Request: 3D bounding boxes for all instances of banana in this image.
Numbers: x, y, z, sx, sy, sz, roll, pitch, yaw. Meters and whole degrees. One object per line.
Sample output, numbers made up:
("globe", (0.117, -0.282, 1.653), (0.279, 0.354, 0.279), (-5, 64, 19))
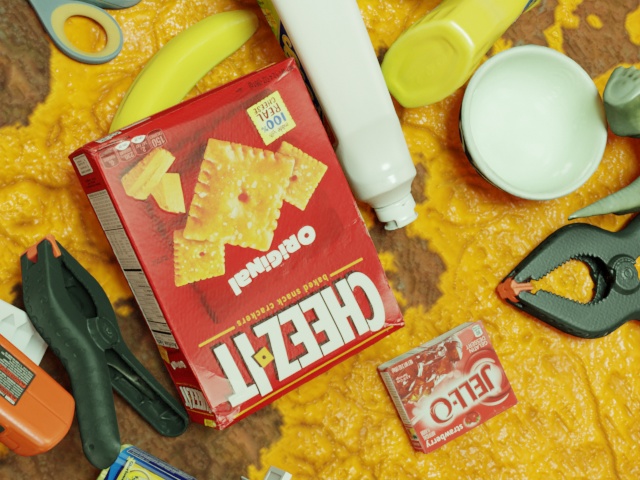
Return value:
("banana", (-0.113, -0.098, 0.795), (0.069, 0.037, 0.198), (29, 78, -28))

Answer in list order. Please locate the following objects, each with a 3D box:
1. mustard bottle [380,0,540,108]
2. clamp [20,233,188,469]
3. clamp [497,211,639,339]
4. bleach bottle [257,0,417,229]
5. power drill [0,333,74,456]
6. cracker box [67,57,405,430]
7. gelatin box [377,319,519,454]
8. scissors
("mustard bottle", (0.126, -0.180, 0.829), (0.058, 0.096, 0.191), (46, 53, -4))
("clamp", (-0.159, 0.077, 0.726), (0.039, 0.120, 0.171), (-35, 89, 10))
("clamp", (0.245, 0.019, 0.874), (0.209, 0.036, 0.164), (1, 78, -16))
("bleach bottle", (0.013, -0.122, 0.779), (0.068, 0.103, 0.251), (-26, 106, -5))
("power drill", (-0.242, 0.142, 0.671), (0.188, 0.057, 0.184), (-40, 107, 22))
("cracker box", (-0.055, 0.001, 0.756), (0.164, 0.072, 0.213), (-27, 99, -22))
("gelatin box", (0.100, 0.112, 0.827), (0.089, 0.030, 0.073), (-24, 90, -16))
("scissors", (-0.227, -0.180, 0.782), (0.201, 0.016, 0.096), (0, 83, -15))
